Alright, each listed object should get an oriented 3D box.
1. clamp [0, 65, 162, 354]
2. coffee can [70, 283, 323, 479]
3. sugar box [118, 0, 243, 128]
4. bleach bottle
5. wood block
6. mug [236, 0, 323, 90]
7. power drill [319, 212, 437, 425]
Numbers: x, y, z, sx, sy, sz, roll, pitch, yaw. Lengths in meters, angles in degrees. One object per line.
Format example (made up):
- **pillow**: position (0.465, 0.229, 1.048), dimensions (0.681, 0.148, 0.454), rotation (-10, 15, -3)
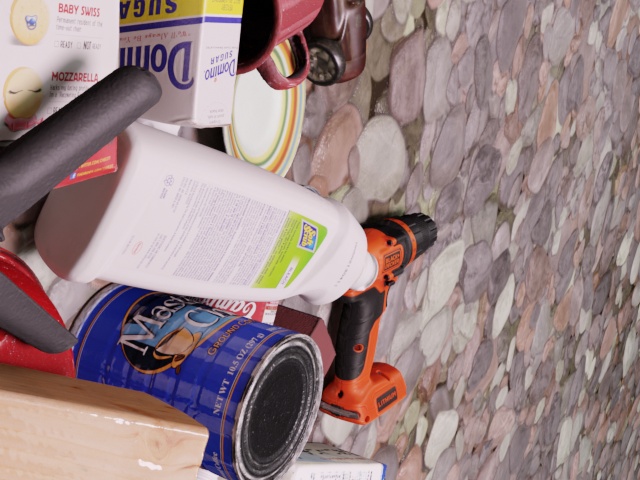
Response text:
- **clamp**: position (-0.155, -0.010, 0.475), dimensions (0.209, 0.036, 0.165), rotation (-5, 122, -63)
- **coffee can**: position (-0.084, 0.092, 0.701), dimensions (0.102, 0.140, 0.103), rotation (-36, 133, -50)
- **sugar box**: position (-0.091, -0.159, 0.618), dimensions (0.048, 0.093, 0.176), rotation (-13, 114, -59)
- **bleach bottle**: position (-0.055, 0.001, 0.702), dimensions (0.250, 0.068, 0.103), rotation (20, 105, -46)
- **wood block**: position (-0.171, 0.104, 0.501), dimensions (0.205, 0.090, 0.091), rotation (17, 87, -31)
- **mug**: position (-0.042, -0.155, 0.703), dimensions (0.117, 0.093, 0.081), rotation (59, 37, -10)
- **power drill**: position (0.055, 0.071, 1.042), dimensions (0.184, 0.057, 0.188), rotation (-21, 118, -53)
